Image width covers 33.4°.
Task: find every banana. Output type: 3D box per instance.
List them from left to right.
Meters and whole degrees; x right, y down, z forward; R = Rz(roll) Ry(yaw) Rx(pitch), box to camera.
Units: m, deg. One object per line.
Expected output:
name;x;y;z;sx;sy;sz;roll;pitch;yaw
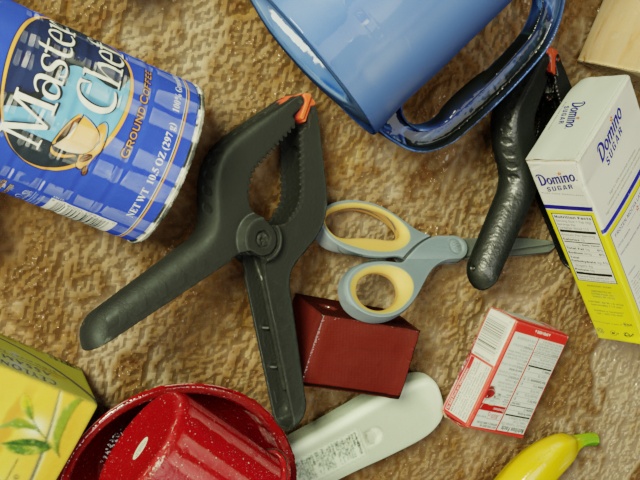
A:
banana;0.147;0.224;0.835;0.069;0.037;0.198;35;91;-24

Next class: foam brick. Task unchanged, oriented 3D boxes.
foam brick;0.018;0.072;0.737;0.078;0.053;0.051;11;101;-24

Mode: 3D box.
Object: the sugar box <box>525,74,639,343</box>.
sugar box;0.206;-0.019;0.755;0.093;0.048;0.176;-52;127;-31

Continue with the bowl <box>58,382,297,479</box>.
bowl;-0.100;0.161;0.715;0.162;0.055;0.162;-5;106;-19

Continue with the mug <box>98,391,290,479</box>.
mug;-0.086;0.150;0.645;0.081;0.093;0.117;39;126;-20

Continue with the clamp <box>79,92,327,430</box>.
clamp;-0.054;0.001;0.662;0.164;0.036;0.210;21;78;-37

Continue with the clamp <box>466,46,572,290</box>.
clamp;0.158;-0.048;0.759;0.120;0.039;0.171;3;98;-45

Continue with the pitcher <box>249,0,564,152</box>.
pitcher;0.081;-0.179;0.632;0.243;0.145;0.149;-40;155;1

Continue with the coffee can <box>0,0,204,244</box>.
coffee can;-0.151;-0.070;0.605;0.140;0.103;0.103;23;96;-25

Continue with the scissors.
scissors;0.086;0.022;0.744;0.201;0.016;0.096;13;60;-22

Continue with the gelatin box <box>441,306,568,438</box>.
gelatin box;0.137;0.099;0.790;0.073;0.030;0.089;18;99;-44
